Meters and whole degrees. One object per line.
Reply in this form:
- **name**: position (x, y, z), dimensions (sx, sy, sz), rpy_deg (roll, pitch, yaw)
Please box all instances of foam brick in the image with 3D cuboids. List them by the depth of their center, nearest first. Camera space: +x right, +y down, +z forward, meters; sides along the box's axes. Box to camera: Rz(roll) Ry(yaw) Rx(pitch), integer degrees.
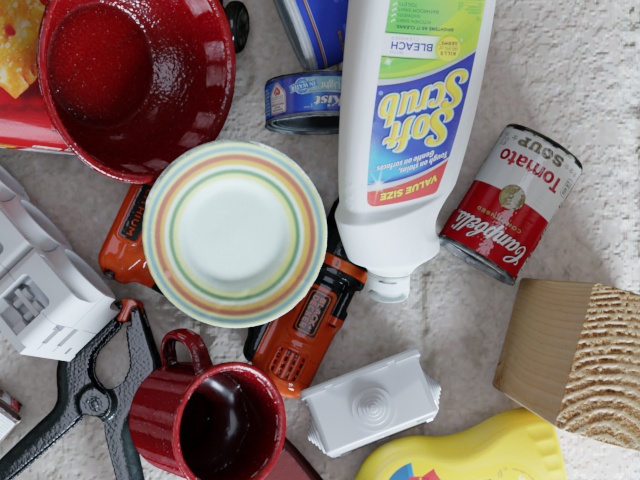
- **foam brick**: position (-0.041, 0.190, 0.793), dimensions (0.078, 0.053, 0.051), rpy_deg (-38, 89, -2)

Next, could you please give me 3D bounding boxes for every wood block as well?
- **wood block**: position (0.187, 0.080, 0.721), dimensions (0.090, 0.206, 0.091), rpy_deg (15, 88, 0)

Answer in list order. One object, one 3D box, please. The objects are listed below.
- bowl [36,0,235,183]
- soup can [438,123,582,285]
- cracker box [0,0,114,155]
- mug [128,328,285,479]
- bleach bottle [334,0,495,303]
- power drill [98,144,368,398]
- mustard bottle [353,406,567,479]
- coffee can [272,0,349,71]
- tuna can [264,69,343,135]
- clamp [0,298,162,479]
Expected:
- **bowl**: position (-0.137, -0.122, 0.742), dimensions (0.161, 0.055, 0.162), rpy_deg (-8, 101, -43)
- **soup can**: position (0.141, -0.027, 0.793), dimensions (0.068, 0.068, 0.102), rpy_deg (32, 88, 0)
- **cracker box**: position (-0.227, -0.174, 0.751), dimensions (0.163, 0.072, 0.214), rpy_deg (5, 88, -39)
- **mug**: position (-0.088, 0.119, 0.764), dimensions (0.093, 0.082, 0.117), rpy_deg (-24, 103, -34)
- **bleach bottle**: position (0.064, -0.079, 0.729), dimensions (0.102, 0.068, 0.251), rpy_deg (-1, 109, -13)
- **power drill**: position (-0.055, 0.001, 0.796), dimensions (0.187, 0.057, 0.184), rpy_deg (26, 85, 1)
- **mustard bottle**: position (0.084, 0.190, 0.790), dimensions (0.191, 0.058, 0.096), rpy_deg (-13, 104, 0)
- **coffee can**: position (0.037, -0.193, 0.778), dimensions (0.140, 0.103, 0.103), rpy_deg (-23, 89, -1)
- **tuna can**: position (0.001, -0.100, 0.785), dimensions (0.086, 0.086, 0.034), rpy_deg (-2, 87, -1)
- **clamp**: position (-0.176, 0.125, 0.801), dimensions (0.120, 0.039, 0.171), rpy_deg (9, 82, -5)
